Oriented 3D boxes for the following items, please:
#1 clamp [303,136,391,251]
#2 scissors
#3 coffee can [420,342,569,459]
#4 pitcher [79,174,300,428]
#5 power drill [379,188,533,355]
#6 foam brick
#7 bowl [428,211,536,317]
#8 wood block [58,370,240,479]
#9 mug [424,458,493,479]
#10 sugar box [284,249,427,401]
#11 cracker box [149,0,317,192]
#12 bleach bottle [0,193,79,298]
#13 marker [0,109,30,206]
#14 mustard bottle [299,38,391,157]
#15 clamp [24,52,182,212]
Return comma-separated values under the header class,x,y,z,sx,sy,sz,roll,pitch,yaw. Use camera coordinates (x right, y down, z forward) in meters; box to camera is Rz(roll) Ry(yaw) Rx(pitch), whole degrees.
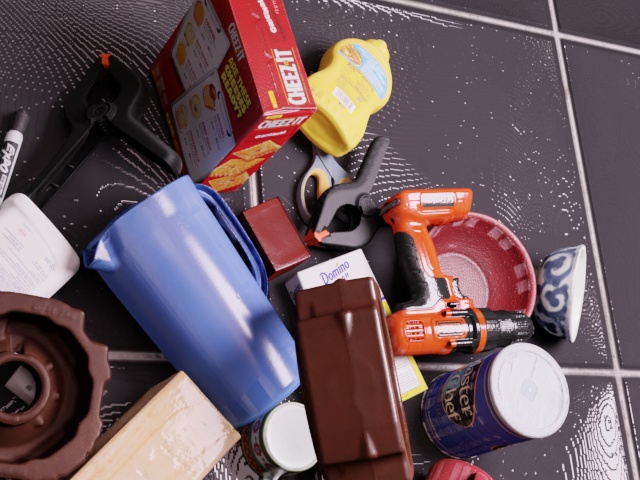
class,x,y,z,sx,sy,sz,roll,pitch,yaw
clamp,0.056,-0.032,1.243,0.120,0.039,0.171,49,62,-4
scissors,0.016,-0.104,1.282,0.096,0.016,0.201,20,62,-22
coffee can,0.191,0.181,1.186,0.102,0.141,0.103,11,66,-25
pitcher,-0.115,0.060,1.084,0.149,0.145,0.243,-36,94,-4
power drill,0.147,0.036,1.203,0.184,0.057,0.187,-1,73,-24
foam brick,-0.058,0.001,1.177,0.051,0.053,0.078,-26,83,-34
bowl,0.177,0.049,1.280,0.161,0.055,0.162,9,68,-22
wood block,-0.184,0.229,0.994,0.090,0.091,0.205,49,56,-4
mug,0.145,0.284,1.138,0.093,0.117,0.081,29,53,5
sugar box,0.039,0.106,1.192,0.093,0.048,0.176,-19,77,-31
cracker box,-0.096,-0.161,1.124,0.072,0.214,0.164,-10,76,-31
bleach bottle,-0.347,0.067,0.989,0.102,0.068,0.250,49,58,-4
marker,-0.320,-0.082,1.089,0.020,0.020,0.121,21,62,-20
mustard bottle,0.037,-0.190,1.292,0.096,0.058,0.191,46,47,-12
clamp,-0.232,-0.116,1.108,0.164,0.036,0.210,-19,47,3
